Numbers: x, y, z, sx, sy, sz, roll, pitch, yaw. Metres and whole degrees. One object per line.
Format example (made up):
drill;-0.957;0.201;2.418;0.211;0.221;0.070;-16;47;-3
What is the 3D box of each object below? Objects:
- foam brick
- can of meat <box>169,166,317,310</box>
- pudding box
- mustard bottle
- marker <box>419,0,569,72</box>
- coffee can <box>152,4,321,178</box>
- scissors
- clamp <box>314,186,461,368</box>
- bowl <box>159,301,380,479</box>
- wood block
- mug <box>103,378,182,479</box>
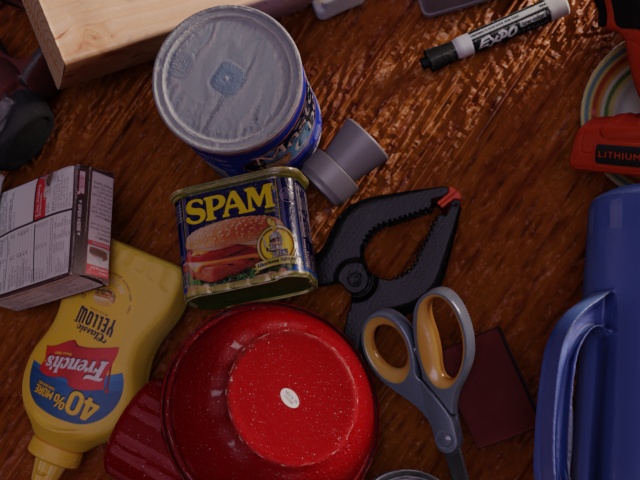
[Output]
foam brick;0.123;0.108;0.782;0.051;0.053;0.078;-24;80;2
can of meat;-0.055;0.001;0.785;0.102;0.057;0.084;-12;72;13
pudding box;-0.206;-0.001;0.806;0.114;0.039;0.090;-16;67;39
mustard bottle;-0.174;0.096;0.812;0.096;0.058;0.191;21;86;17
marker;0.134;-0.161;0.831;0.121;0.020;0.020;-23;81;3
coffee can;-0.056;-0.100;0.782;0.103;0.140;0.103;-1;83;6
scissors;0.074;0.131;0.765;0.096;0.016;0.202;5;102;34
clamp;0.031;0.042;0.808;0.210;0.036;0.164;-35;81;4
bowl;-0.026;0.112;0.730;0.162;0.055;0.162;6;69;-16
wood block;-0.109;-0.192;0.785;0.205;0.090;0.091;-22;92;-16
mug;-0.107;0.163;0.790;0.081;0.093;0.117;26;123;13
